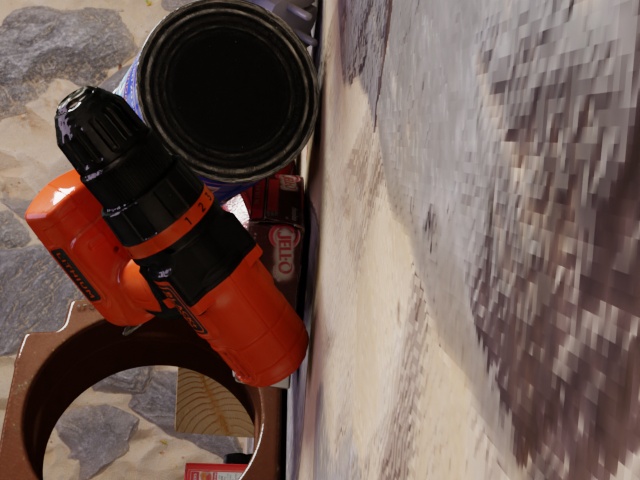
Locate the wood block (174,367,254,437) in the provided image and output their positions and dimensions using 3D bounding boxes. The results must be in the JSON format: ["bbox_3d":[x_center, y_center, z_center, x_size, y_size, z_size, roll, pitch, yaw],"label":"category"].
[{"bbox_3d":[-0.087,0.092,1.024,0.206,0.090,0.091,-96,11,-65],"label":"wood block"}]

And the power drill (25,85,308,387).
[{"bbox_3d":[-0.104,-0.002,0.598,0.184,0.057,0.188,56,158,-21],"label":"power drill"}]

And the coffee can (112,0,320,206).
[{"bbox_3d":[-0.072,-0.072,0.633,0.140,0.102,0.103,160,114,-69],"label":"coffee can"}]

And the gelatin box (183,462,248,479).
[{"bbox_3d":[-0.073,0.205,0.863,0.089,0.073,0.030,102,171,-63],"label":"gelatin box"}]

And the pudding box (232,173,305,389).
[{"bbox_3d":[-0.031,0.023,0.679,0.090,0.039,0.113,-90,7,-67],"label":"pudding box"}]
